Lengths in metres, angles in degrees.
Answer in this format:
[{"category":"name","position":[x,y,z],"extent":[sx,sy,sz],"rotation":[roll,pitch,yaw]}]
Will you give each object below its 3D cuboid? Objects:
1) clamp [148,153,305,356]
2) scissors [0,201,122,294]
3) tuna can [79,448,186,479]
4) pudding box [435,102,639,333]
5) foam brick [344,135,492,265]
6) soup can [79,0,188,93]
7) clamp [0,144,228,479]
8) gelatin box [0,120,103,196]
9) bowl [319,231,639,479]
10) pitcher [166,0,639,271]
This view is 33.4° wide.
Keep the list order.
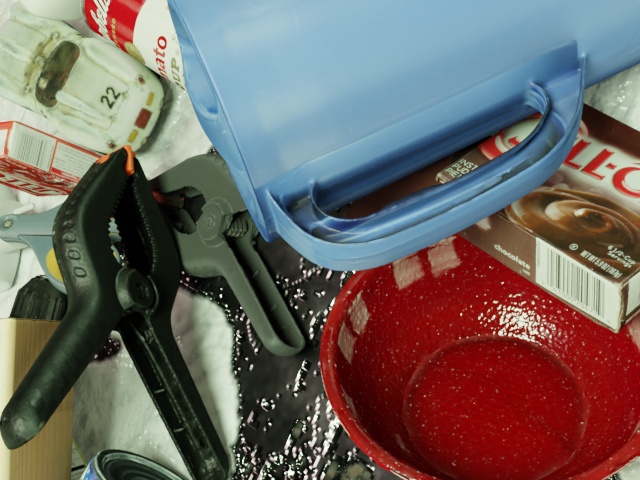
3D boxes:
[{"category":"clamp","position":[-0.054,0.001,0.661],"extent":[0.172,0.039,0.120],"rotation":[9,83,45]},{"category":"scissors","position":[-0.210,0.006,0.735],"extent":[0.202,0.016,0.096],"rotation":[-10,51,11]},{"category":"tuna can","position":[-0.102,0.158,0.619],"extent":[0.086,0.086,0.034],"rotation":[34,96,37]},{"category":"pudding box","position":[0.125,-0.018,0.508],"extent":[0.090,0.039,0.114],"rotation":[-35,51,-23]},{"category":"foam brick","position":[0.058,-0.027,0.578],"extent":[0.051,0.052,0.078],"rotation":[25,93,38]},{"category":"soup can","position":[-0.099,-0.145,0.705],"extent":[0.102,0.068,0.068],"rotation":[35,98,24]},{"category":"clamp","position":[-0.122,0.037,0.614],"extent":[0.036,0.164,0.210],"rotation":[-22,67,27]},{"category":"gelatin box","position":[-0.208,-0.055,0.755],"extent":[0.073,0.089,0.030],"rotation":[0,76,36]},{"category":"bowl","position":[0.082,0.064,0.505],"extent":[0.162,0.055,0.162],"rotation":[-5,47,5]},{"category":"pitcher","position":[0.059,-0.095,0.499],"extent":[0.242,0.145,0.149],"rotation":[-23,102,-5]}]
